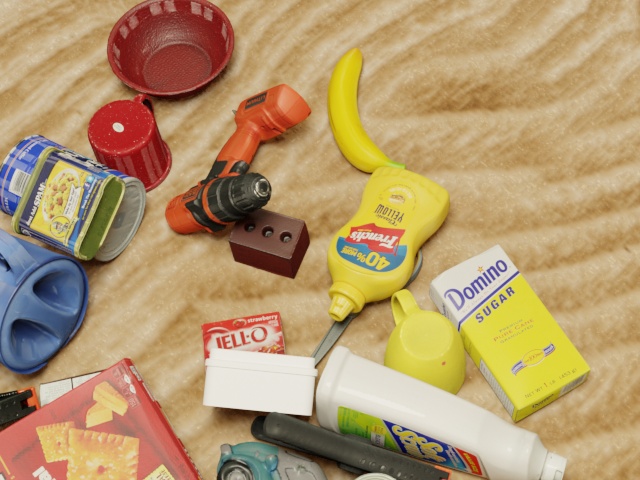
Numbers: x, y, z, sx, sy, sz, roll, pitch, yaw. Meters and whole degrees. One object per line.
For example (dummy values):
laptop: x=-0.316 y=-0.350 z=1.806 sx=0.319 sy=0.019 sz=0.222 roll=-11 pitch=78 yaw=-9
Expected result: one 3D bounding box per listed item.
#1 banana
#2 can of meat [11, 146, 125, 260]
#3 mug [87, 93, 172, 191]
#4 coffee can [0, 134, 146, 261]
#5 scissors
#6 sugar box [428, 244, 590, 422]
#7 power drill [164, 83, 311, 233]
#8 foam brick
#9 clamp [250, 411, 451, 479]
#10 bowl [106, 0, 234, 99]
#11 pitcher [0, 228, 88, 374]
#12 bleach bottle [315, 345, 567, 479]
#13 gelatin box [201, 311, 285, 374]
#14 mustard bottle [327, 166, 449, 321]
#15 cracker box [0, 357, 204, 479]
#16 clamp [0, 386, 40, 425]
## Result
banana: x=0.042 y=-0.154 z=1.308 sx=0.069 sy=0.037 sz=0.198 roll=-6 pitch=61 yaw=-20
can of meat: x=-0.268 y=-0.038 z=1.143 sx=0.084 sy=0.057 sz=0.102 roll=22 pitch=88 yaw=15
mug: x=-0.227 y=-0.124 z=1.282 sx=0.093 sy=0.081 sz=0.117 roll=14 pitch=63 yaw=12
coffee can: x=-0.288 y=-0.050 z=1.234 sx=0.140 sy=0.103 sz=0.102 roll=24 pitch=65 yaw=17
scissors: x=0.027 y=0.060 z=1.200 sx=0.201 sy=0.016 sz=0.096 roll=-38 pitch=63 yaw=-16
sugar box: x=0.201 y=0.096 z=1.150 sx=0.093 sy=0.048 sz=0.176 roll=-27 pitch=64 yaw=-11
power drill: x=-0.085 y=-0.093 z=1.220 sx=0.185 sy=0.057 sz=0.187 roll=-12 pitch=39 yaw=51
foam brick: x=-0.058 y=0.001 z=1.218 sx=0.078 sy=0.051 sz=0.053 roll=15 pitch=63 yaw=12
clamp: x=0.027 y=0.212 z=1.071 sx=0.210 sy=0.165 sz=0.036 roll=20 pitch=78 yaw=-11
bowl: x=-0.186 y=-0.234 z=1.355 sx=0.162 sy=0.055 sz=0.162 roll=-2 pitch=60 yaw=3
pitcher: x=-0.386 y=0.032 z=1.164 sx=0.243 sy=0.144 sz=0.149 roll=22 pitch=98 yaw=24
bleach bottle: x=0.122 y=0.187 z=1.072 sx=0.251 sy=0.102 sz=0.068 roll=17 pitch=57 yaw=14
gelatin box: x=-0.083 y=0.121 z=1.165 sx=0.089 sy=0.030 sz=0.073 roll=-8 pitch=61 yaw=-1
mustard bottle: x=0.062 y=0.009 z=1.182 sx=0.096 sy=0.058 sz=0.191 roll=23 pitch=64 yaw=20
cracker box: x=-0.240 y=0.239 z=1.052 sx=0.213 sy=0.072 sz=0.164 roll=-31 pitch=83 yaw=-7
clamp: x=-0.387 y=0.190 z=1.128 sx=0.171 sy=0.120 sz=0.039 roll=-12 pitch=100 yaw=-24
